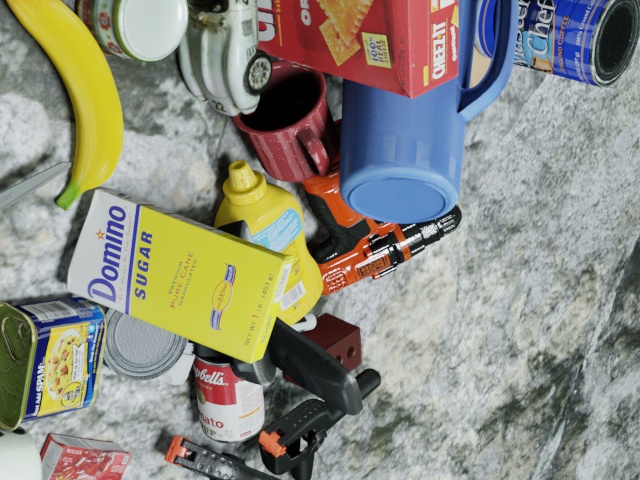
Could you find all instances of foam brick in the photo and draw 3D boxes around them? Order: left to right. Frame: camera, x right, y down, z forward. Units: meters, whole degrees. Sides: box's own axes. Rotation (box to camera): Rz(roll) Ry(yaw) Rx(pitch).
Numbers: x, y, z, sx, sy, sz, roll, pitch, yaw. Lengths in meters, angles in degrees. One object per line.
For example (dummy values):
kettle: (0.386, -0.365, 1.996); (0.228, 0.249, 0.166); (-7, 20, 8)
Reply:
foam brick: (0.002, 0.126, 1.196); (0.078, 0.051, 0.053); (-31, 130, -39)

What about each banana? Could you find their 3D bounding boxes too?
banana: (-0.193, -0.117, 0.839); (0.069, 0.037, 0.198); (-35, 133, -36)

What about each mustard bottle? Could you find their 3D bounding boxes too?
mustard bottle: (-0.057, 0.001, 1.051); (0.096, 0.058, 0.191); (-36, 134, -23)

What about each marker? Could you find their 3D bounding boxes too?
marker: (-0.050, 0.095, 1.142); (0.120, 0.020, 0.020); (-7, 114, -49)

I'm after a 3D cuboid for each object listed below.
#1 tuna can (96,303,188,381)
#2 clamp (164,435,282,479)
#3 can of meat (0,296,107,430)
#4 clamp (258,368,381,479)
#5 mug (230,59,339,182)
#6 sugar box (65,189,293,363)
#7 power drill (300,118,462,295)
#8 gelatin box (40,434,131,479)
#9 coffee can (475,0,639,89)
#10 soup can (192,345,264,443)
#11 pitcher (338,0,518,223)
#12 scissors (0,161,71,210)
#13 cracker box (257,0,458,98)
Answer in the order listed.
tuna can: (-0.164, 0.081, 0.960); (0.085, 0.034, 0.086); (-5, 100, -32)
clamp: (-0.085, 0.242, 1.100); (0.171, 0.120, 0.039); (35, 63, -49)
can of meat: (-0.230, 0.099, 0.891); (0.083, 0.058, 0.102); (-6, 114, -52)
clamp: (-0.018, 0.221, 1.180); (0.165, 0.036, 0.209); (-59, 159, 16)
mug: (-0.023, -0.102, 0.997); (0.093, 0.117, 0.081); (-35, 141, -8)
sugar box: (-0.119, 0.028, 0.892); (0.048, 0.176, 0.093); (-10, 118, -80)
power drill: (0.053, -0.043, 1.120); (0.184, 0.057, 0.187); (-27, 129, -7)
gelatin box: (-0.224, 0.221, 0.983); (0.089, 0.030, 0.073); (25, 89, -53)
coffee can: (0.241, -0.220, 1.085); (0.102, 0.140, 0.103); (-27, 129, -40)
soup can: (-0.092, 0.145, 1.076); (0.068, 0.069, 0.102); (-30, 131, -39)
pitcher: (0.089, -0.145, 0.993); (0.145, 0.149, 0.243); (12, 65, -15)
scissors: (-0.280, -0.023, 0.788); (0.201, 0.016, 0.096); (-47, 136, -19)
cracker box: (0.013, -0.226, 0.890); (0.072, 0.214, 0.164); (-30, 130, -37)
